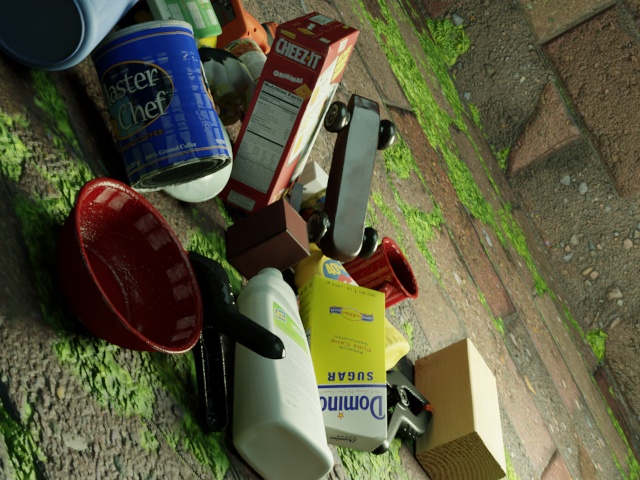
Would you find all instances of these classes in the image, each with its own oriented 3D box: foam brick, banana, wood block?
[{"bbox_3d":[-0.058,0.001,1.175,0.053,0.078,0.051,48,23,-41],"label":"foam brick"},{"bbox_3d":[-0.169,-0.252,1.310,0.069,0.037,0.197,46,18,1],"label":"banana"},{"bbox_3d":[0.188,0.240,1.458,0.090,0.091,0.206,55,20,-22],"label":"wood block"}]

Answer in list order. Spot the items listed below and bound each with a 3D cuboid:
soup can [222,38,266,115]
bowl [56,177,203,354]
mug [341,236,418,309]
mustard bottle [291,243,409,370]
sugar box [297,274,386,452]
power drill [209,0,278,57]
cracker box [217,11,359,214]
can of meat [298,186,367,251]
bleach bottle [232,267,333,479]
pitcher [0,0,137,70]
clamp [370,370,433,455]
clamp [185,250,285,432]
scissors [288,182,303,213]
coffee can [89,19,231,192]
[{"bbox_3d":[-0.083,-0.200,1.366,0.102,0.068,0.068,54,14,26],"label":"soup can"},{"bbox_3d":[-0.167,0.031,0.884,0.162,0.055,0.162,51,22,-30],"label":"bowl"},{"bbox_3d":[0.072,0.059,1.424,0.093,0.082,0.117,56,19,-16],"label":"mug"},{"bbox_3d":[0.022,0.071,1.272,0.192,0.058,0.096,50,18,21],"label":"mustard bottle"},{"bbox_3d":[0.023,0.130,1.141,0.093,0.048,0.176,15,53,-22],"label":"sugar box"},{"bbox_3d":[-0.086,-0.262,1.504,0.187,0.057,0.184,35,28,-58],"label":"power drill"},{"bbox_3d":[-0.039,-0.150,1.240,0.072,0.214,0.164,24,21,5],"label":"cracker box"},{"bbox_3d":[0.008,-0.018,1.339,0.057,0.102,0.084,-35,95,-35],"label":"can of meat"},{"bbox_3d":[-0.043,0.122,1.072,0.102,0.068,0.251,49,20,-32],"label":"bleach bottle"},{"bbox_3d":[-0.217,-0.265,1.003,0.145,0.149,0.242,15,38,1],"label":"pitcher"},{"bbox_3d":[0.083,0.192,1.337,0.209,0.036,0.164,21,43,-60],"label":"clamp"},{"bbox_3d":[-0.091,0.070,0.947,0.039,0.120,0.171,4,54,-49],"label":"clamp"},{"bbox_3d":[-0.042,0.004,1.225,0.016,0.096,0.201,15,29,-5],"label":"scissors"},{"bbox_3d":[-0.155,-0.129,1.035,0.102,0.103,0.140,-4,76,-69],"label":"coffee can"}]
